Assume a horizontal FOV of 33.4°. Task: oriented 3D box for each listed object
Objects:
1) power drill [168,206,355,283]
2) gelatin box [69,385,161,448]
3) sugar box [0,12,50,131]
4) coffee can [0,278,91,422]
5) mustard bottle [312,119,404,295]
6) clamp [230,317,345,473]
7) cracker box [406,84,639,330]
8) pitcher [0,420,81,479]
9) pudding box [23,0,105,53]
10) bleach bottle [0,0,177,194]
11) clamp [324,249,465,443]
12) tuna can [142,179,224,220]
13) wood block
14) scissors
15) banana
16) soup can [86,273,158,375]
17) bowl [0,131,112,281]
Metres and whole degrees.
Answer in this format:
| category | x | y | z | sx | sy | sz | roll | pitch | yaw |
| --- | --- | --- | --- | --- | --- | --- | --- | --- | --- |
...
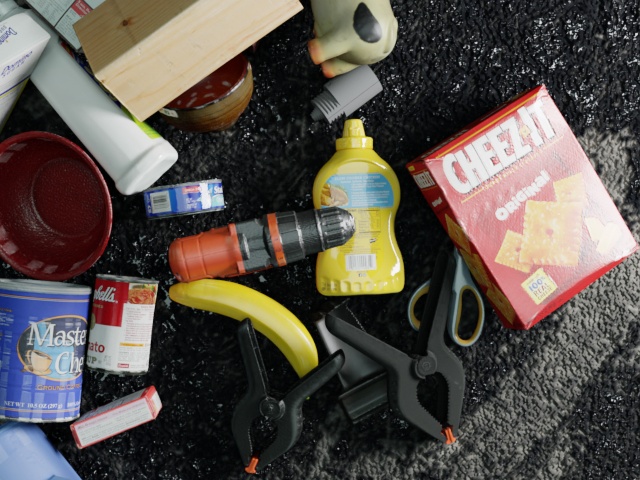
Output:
| category | x | y | z | sx | sy | sz | roll | pitch | yaw |
| --- | --- | --- | --- | --- | --- | --- | --- | --- | --- |
| power drill | -0.057 | 0.001 | 1.104 | 0.184 | 0.187 | 0.057 | -11 | 89 | -1 |
| gelatin box | -0.220 | 0.191 | 1.154 | 0.089 | 0.073 | 0.030 | -22 | 91 | -2 |
| sugar box | -0.348 | -0.150 | 1.094 | 0.048 | 0.093 | 0.176 | 42 | 133 | 0 |
| coffee can | -0.302 | 0.115 | 1.137 | 0.103 | 0.103 | 0.140 | 5 | 90 | -2 |
| mustard bottle | 0.040 | -0.037 | 1.172 | 0.096 | 0.058 | 0.191 | -2 | 90 | -1 |
| clamp | -0.041 | 0.174 | 1.161 | 0.120 | 0.039 | 0.171 | 11 | 106 | 11 |
| cracker box | 0.221 | -0.035 | 1.155 | 0.164 | 0.072 | 0.213 | -33 | 95 | -12 |
| pitcher | -0.280 | 0.305 | 1.122 | 0.149 | 0.145 | 0.243 | -36 | 88 | -5 |
| pudding box | -0.247 | -0.267 | 1.125 | 0.090 | 0.039 | 0.113 | 44 | 101 | -1 |
| bleach bottle | -0.263 | -0.161 | 1.139 | 0.068 | 0.102 | 0.251 | -43 | 91 | 6 |
| clamp | 0.095 | 0.132 | 1.155 | 0.164 | 0.036 | 0.210 | -20 | 107 | -21 |
| tuna can | -0.147 | -0.044 | 1.152 | 0.086 | 0.086 | 0.034 | -8 | 92 | -2 |
| wood block | -0.136 | -0.229 | 1.088 | 0.206 | 0.090 | 0.091 | -33 | 55 | 6 |
| scissors | 0.140 | 0.019 | 1.196 | 0.096 | 0.016 | 0.202 | -5 | 90 | -2 |
| banana | -0.072 | 0.093 | 1.178 | 0.198 | 0.037 | 0.069 | 38 | 87 | -1 |
| soup can | -0.215 | 0.090 | 1.158 | 0.068 | 0.068 | 0.102 | 7 | 90 | -2 |
| bowl | -0.285 | -0.041 | 1.147 | 0.162 | 0.055 | 0.162 | 4 | 105 | 16 |
